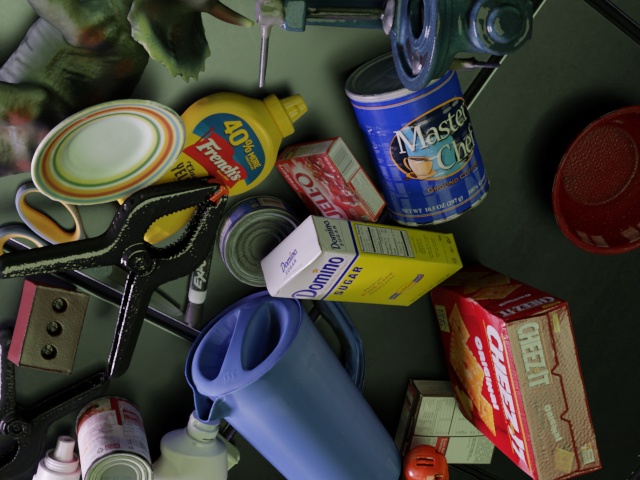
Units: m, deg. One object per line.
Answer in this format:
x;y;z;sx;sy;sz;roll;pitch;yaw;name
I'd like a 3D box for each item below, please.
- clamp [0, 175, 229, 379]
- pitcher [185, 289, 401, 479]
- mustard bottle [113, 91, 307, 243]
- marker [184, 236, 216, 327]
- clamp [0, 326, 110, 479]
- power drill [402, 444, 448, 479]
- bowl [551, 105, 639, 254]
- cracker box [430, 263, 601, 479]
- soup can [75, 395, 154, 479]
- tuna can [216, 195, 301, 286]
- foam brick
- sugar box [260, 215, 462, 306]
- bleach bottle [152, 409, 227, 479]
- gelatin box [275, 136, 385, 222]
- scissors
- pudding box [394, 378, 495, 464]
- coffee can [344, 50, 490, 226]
-0.162;0.023;0.958;0.210;0.036;0.164;-34;123;-2;clamp
-0.011;0.166;1.087;0.149;0.145;0.242;-29;122;11;pitcher
-0.099;-0.081;0.982;0.191;0.058;0.096;-30;119;-2;mustard bottle
-0.117;0.030;1.047;0.020;0.020;0.121;4;112;-18;marker
-0.303;0.166;1.044;0.120;0.039;0.171;41;92;-19;clamp
0.110;0.329;1.134;0.057;0.187;0.184;-1;150;7;power drill
0.302;-0.069;1.106;0.162;0.055;0.162;-6;115;-14;bowl
0.184;0.124;1.049;0.072;0.214;0.164;-16;101;-9;cracker box
-0.204;0.208;1.054;0.068;0.102;0.068;-6;115;-14;soup can
-0.057;0.001;1.044;0.086;0.034;0.086;-6;115;-14;tuna can
-0.254;0.080;0.996;0.052;0.051;0.078;13;85;-27;foam brick
0.041;0.023;1.028;0.175;0.048;0.093;3;149;-37;sugar box
-0.164;0.282;1.089;0.102;0.068;0.251;15;110;-20;bleach bottle
0.009;-0.054;1.016;0.089;0.073;0.030;54;54;-27;gelatin box
-0.228;0.031;1.017;0.096;0.016;0.201;-36;118;3;scissors
0.146;0.203;1.191;0.113;0.039;0.090;4;110;-20;pudding box
0.093;-0.099;1.004;0.102;0.103;0.140;-24;118;-5;coffee can
